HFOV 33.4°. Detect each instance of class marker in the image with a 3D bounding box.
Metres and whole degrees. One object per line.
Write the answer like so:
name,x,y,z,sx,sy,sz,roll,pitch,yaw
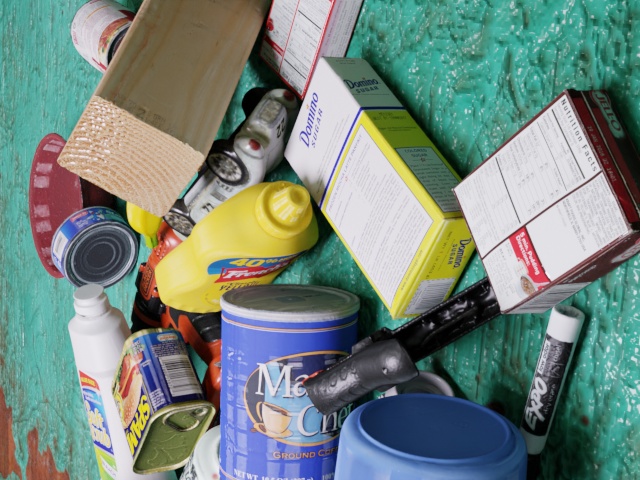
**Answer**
marker,0.132,0.096,0.635,0.020,0.020,0.121,37,123,48

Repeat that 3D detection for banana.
banana,-0.128,-0.087,0.918,0.069,0.037,0.198,-82,13,-86

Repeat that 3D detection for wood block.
wood block,-0.112,-0.133,0.820,0.091,0.090,0.206,-46,21,48

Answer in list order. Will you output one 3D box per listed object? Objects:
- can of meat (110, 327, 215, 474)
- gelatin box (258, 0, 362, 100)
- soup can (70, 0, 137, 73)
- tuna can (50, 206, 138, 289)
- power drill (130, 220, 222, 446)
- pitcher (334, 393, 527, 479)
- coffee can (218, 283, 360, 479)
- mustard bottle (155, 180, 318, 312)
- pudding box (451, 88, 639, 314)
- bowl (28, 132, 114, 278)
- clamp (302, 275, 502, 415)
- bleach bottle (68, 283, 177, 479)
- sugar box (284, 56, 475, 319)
can of meat,-0.137,0.135,0.905,0.084,0.057,0.102,64,144,33
gelatin box,-0.009,-0.160,0.807,0.073,0.030,0.089,48,132,41
soup can,-0.198,-0.195,1.051,0.102,0.068,0.068,38,124,48
tuna can,-0.234,0.010,1.112,0.034,0.085,0.086,41,126,44
power drill,-0.120,0.097,0.977,0.188,0.057,0.185,55,139,36
pitcher,0.055,0.218,0.655,0.149,0.144,0.243,11,107,25
coffee can,-0.024,0.110,0.795,0.103,0.102,0.140,15,106,55
mustard bottle,-0.055,0.001,0.820,0.192,0.096,0.058,-40,59,57
pudding box,0.133,-0.019,0.606,0.114,0.039,0.090,-42,59,47
bowl,-0.273,-0.039,1.190,0.162,0.055,0.162,9,101,55
clamp,0.050,0.070,0.679,0.172,0.120,0.039,-33,81,58
bleach bottle,-0.194,0.152,1.017,0.103,0.068,0.251,33,139,51
sugar box,0.040,-0.040,0.735,0.176,0.048,0.093,60,140,38
